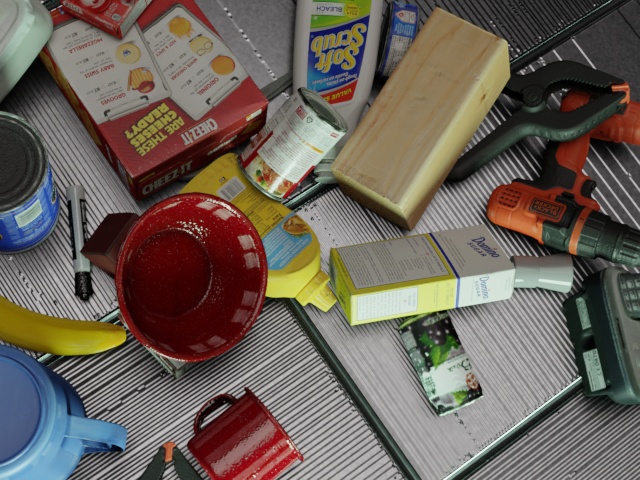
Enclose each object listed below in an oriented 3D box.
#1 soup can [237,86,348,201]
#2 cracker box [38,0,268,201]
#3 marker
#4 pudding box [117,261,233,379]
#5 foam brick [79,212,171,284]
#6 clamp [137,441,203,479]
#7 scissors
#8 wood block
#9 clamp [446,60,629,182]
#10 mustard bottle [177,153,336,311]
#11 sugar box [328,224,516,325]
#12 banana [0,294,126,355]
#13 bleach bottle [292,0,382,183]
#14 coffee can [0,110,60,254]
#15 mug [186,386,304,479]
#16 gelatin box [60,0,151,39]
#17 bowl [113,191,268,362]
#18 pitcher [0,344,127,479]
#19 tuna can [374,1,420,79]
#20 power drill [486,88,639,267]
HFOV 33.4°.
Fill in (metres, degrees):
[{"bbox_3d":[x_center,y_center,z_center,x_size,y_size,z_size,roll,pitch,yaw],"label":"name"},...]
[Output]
[{"bbox_3d":[-0.029,-0.100,1.103,0.068,0.068,0.102,45,108,5],"label":"soup can"},{"bbox_3d":[-0.180,-0.171,1.121,0.164,0.072,0.214,-32,74,-15],"label":"cracker box"},{"bbox_3d":[-0.248,0.002,1.101,0.020,0.020,0.121,-5,75,-11],"label":"marker"},{"bbox_3d":[-0.137,0.070,1.090,0.090,0.039,0.113,45,71,6],"label":"pudding box"},{"bbox_3d":[-0.195,0.007,1.069,0.051,0.078,0.053,42,71,-25],"label":"foam brick"},{"bbox_3d":[-0.154,0.284,1.027,0.120,0.039,0.171,-7,69,-15],"label":"clamp"},{"bbox_3d":[-0.107,-0.149,1.168,0.096,0.016,0.201,35,67,7],"label":"scissors"},{"bbox_3d":[0.109,-0.126,1.128,0.090,0.090,0.206,31,82,19],"label":"wood block"},{"bbox_3d":[0.228,-0.140,1.167,0.210,0.036,0.164,1,70,18],"label":"clamp"},{"bbox_3d":[-0.057,0.002,1.108,0.191,0.058,0.096,43,51,4],"label":"mustard bottle"},{"bbox_3d":[0.104,0.034,1.112,0.176,0.048,0.093,-6,33,-12],"label":"sugar box"},{"bbox_3d":[-0.294,0.072,1.064,0.198,0.037,0.069,29,74,0],"label":"banana"},{"bbox_3d":[0.021,-0.187,1.171,0.102,0.068,0.251,3,79,-4],"label":"bleach bottle"},{"bbox_3d":[-0.312,-0.053,1.043,0.102,0.140,0.103,2,74,-8],"label":"coffee can"},{"bbox_3d":[-0.082,0.197,1.043,0.081,0.093,0.117,-38,52,-12],"label":"mug"},{"bbox_3d":[-0.213,-0.259,1.096,0.073,0.030,0.089,28,68,10],"label":"gelatin box"},{"bbox_3d":[-0.133,0.034,1.031,0.161,0.055,0.162,-2,94,-33],"label":"bowl"},{"bbox_3d":[-0.266,0.160,0.936,0.149,0.243,0.145,-36,85,-16],"label":"pitcher"},{"bbox_3d":[0.084,-0.220,1.181,0.033,0.086,0.086,10,73,-5],"label":"tuna can"},{"bbox_3d":[0.297,-0.069,1.160,0.185,0.057,0.187,21,67,23],"label":"power drill"}]
